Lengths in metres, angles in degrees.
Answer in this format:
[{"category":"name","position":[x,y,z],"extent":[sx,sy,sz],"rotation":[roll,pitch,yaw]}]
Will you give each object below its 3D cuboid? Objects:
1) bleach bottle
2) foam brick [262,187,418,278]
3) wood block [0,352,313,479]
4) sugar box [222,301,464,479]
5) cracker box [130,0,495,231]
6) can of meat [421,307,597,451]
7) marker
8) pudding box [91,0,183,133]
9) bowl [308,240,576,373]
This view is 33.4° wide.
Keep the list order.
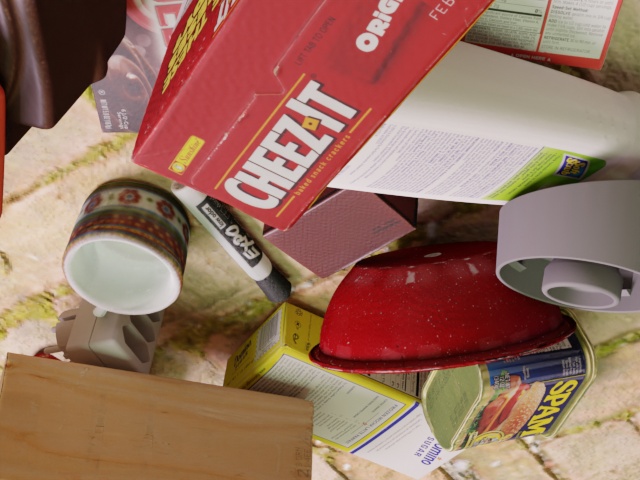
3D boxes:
[{"category":"bleach bottle","position":[0.086,-0.053,0.555],"extent":[0.250,0.068,0.103],"rotation":[10,155,-24]},{"category":"foam brick","position":[0.013,-0.023,0.630],"extent":[0.078,0.051,0.053],"rotation":[-29,127,34]},{"category":"wood block","position":[-0.117,0.147,0.715],"extent":[0.205,0.090,0.091],"rotation":[12,148,-16]},{"category":"sugar box","position":[0.026,0.113,0.781],"extent":[0.176,0.048,0.093],"rotation":[24,137,-21]},{"category":"cracker box","position":[0.015,-0.134,0.389],"extent":[0.072,0.213,0.164],"rotation":[25,135,-18]},{"category":"can of meat","position":[0.123,0.095,0.716],"extent":[0.083,0.057,0.102],"rotation":[-6,142,-20]},{"category":"marker","position":[-0.054,0.001,0.689],"extent":[0.020,0.020,0.121],"rotation":[-17,132,25]},{"category":"pudding box","position":[-0.077,-0.108,0.560],"extent":[0.090,0.039,0.113],"rotation":[2,138,4]},{"category":"bowl","position":[0.069,0.035,0.642],"extent":[0.162,0.162,0.055],"rotation":[-6,96,15]}]
